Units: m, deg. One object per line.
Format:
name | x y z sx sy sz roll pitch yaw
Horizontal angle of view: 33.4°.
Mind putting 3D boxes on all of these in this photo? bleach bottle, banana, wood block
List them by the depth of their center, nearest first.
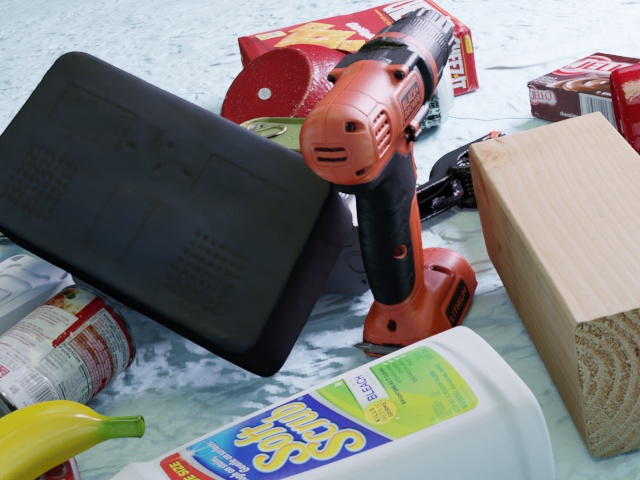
bleach bottle | -0.019 0.125 0.527 0.250 0.068 0.103 -20 27 -9
banana | -0.174 0.137 0.532 0.070 0.037 0.197 8 36 32
wood block | 0.158 0.015 0.610 0.091 0.090 0.206 -15 30 0

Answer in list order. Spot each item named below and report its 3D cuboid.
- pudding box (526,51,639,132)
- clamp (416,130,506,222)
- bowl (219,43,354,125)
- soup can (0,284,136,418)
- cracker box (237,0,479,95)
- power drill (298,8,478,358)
pudding box | 0.249 -0.128 0.921 0.089 0.039 0.114 -26 29 -25
clamp | 0.121 -0.041 0.809 0.120 0.039 0.171 9 34 34
bowl | -0.031 -0.112 0.911 0.162 0.055 0.162 -18 53 26
soup can | -0.174 0.082 0.670 0.069 0.068 0.102 6 33 33
cracker box | 0.033 -0.183 1.089 0.213 0.072 0.164 -15 27 -5
power drill | 0.053 -0.035 0.664 0.057 0.187 0.184 1 31 28
